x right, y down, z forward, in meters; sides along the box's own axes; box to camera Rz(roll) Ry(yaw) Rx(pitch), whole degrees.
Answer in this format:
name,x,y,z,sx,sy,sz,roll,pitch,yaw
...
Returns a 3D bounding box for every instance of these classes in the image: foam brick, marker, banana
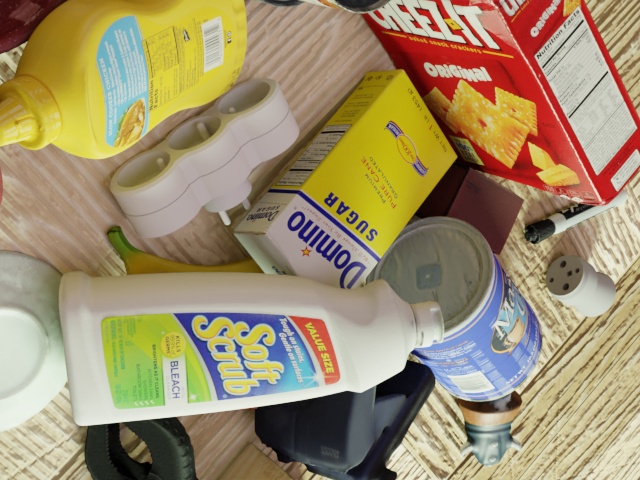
name,x,y,z,sx,sy,sz,roll,pitch,yaw
foam brick,0.119,-0.030,0.881,0.078,0.051,0.053,26,90,-39
marker,0.236,-0.024,0.987,0.120,0.020,0.020,-22,119,-27
banana,-0.060,0.019,0.779,0.197,0.037,0.070,-5,107,-35

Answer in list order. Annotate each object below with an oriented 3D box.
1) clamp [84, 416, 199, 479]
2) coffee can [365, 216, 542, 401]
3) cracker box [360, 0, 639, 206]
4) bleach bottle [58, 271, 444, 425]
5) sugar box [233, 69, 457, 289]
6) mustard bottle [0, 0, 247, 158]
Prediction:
name,x,y,z,sx,sy,sz,roll,pitch,yaw
clamp,-0.126,0.184,0.770,0.120,0.039,0.171,-31,96,11
coffee can,0.110,0.058,0.855,0.103,0.103,0.140,-53,142,-7
cracker box,0.126,-0.129,0.776,0.072,0.164,0.213,-50,128,-13
bleach bottle,-0.042,0.061,0.716,0.250,0.068,0.102,-6,107,-8
sugar box,0.023,-0.035,0.787,0.093,0.048,0.176,52,60,-29
mustard bottle,-0.123,-0.103,0.637,0.191,0.058,0.096,-40,143,-43
